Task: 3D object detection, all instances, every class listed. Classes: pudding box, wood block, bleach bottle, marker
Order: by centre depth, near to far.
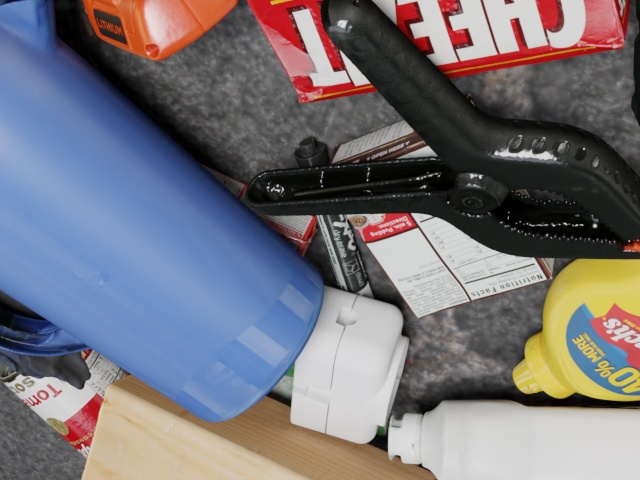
[{"bbox_3d":[0.068,-0.015,0.598,0.090,0.039,0.113,-20,121,30],"label":"pudding box"},{"bbox_3d":[0.164,0.124,0.623,0.251,0.068,0.102,2,171,13],"label":"bleach bottle"},{"bbox_3d":[0.008,-0.009,0.640,0.020,0.020,0.121,-3,126,23],"label":"marker"},{"bbox_3d":[-0.038,0.160,0.681,0.206,0.090,0.090,22,105,19],"label":"wood block"}]

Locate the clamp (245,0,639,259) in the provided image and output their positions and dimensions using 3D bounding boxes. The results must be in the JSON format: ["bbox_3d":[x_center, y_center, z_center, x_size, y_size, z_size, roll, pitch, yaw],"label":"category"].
[{"bbox_3d":[0.068,-0.030,0.525,0.209,0.036,0.165,21,149,-13],"label":"clamp"}]

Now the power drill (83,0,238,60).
[{"bbox_3d":[-0.111,-0.173,0.471,0.187,0.057,0.185,59,168,-30],"label":"power drill"}]

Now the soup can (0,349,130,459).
[{"bbox_3d":[-0.173,0.110,0.776,0.069,0.068,0.102,-28,113,36],"label":"soup can"}]

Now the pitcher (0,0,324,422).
[{"bbox_3d":[-0.125,-0.003,0.581,0.242,0.145,0.149,40,155,-17],"label":"pitcher"}]
